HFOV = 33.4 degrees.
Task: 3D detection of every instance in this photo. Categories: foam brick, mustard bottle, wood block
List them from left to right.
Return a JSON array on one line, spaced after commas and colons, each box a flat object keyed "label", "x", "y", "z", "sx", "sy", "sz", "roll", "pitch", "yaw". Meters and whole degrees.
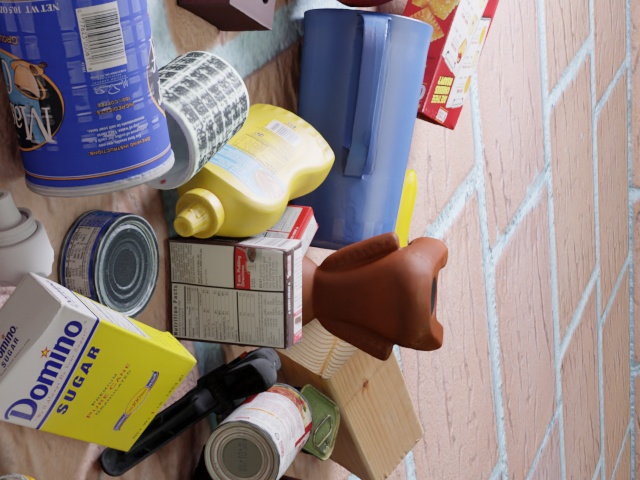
[{"label": "foam brick", "x": -0.079, "y": -0.216, "z": 0.919, "sx": 0.078, "sy": 0.051, "sz": 0.053, "roll": 14, "pitch": 81, "yaw": -64}, {"label": "mustard bottle", "x": -0.068, "y": -0.052, "z": 0.924, "sx": 0.191, "sy": 0.096, "sz": 0.058, "roll": -45, "pitch": 168, "yaw": -52}, {"label": "wood block", "x": 0.033, "y": 0.162, "z": 1.150, "sx": 0.090, "sy": 0.090, "sz": 0.206, "roll": -44, "pitch": 138, "yaw": -23}]

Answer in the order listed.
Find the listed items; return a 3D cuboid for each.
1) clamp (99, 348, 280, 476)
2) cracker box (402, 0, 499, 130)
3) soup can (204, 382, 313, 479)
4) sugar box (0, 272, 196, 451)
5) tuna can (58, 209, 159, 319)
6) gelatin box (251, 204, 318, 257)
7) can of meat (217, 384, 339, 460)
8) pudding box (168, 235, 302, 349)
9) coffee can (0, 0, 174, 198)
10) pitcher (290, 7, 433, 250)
[{"label": "clamp", "x": -0.094, "y": 0.134, "z": 0.911, "sx": 0.036, "sy": 0.164, "sz": 0.210, "roll": 60, "pitch": 8, "yaw": 0}, {"label": "cracker box", "x": 0.150, "y": -0.255, "z": 1.302, "sx": 0.164, "sy": 0.072, "sz": 0.214, "roll": 6, "pitch": 104, "yaw": -69}, {"label": "soup can", "x": -0.052, "y": 0.171, "z": 0.921, "sx": 0.102, "sy": 0.068, "sz": 0.068, "roll": -34, "pitch": 125, "yaw": -71}, {"label": "sugar box", "x": -0.169, "y": 0.092, "z": 0.758, "sx": 0.093, "sy": 0.048, "sz": 0.176, "roll": -53, "pitch": 152, "yaw": 0}, {"label": "tuna can", "x": -0.160, "y": 0.020, "z": 0.816, "sx": 0.086, "sy": 0.034, "sz": 0.086, "roll": -20, "pitch": 112, "yaw": -62}, {"label": "gelatin box", "x": -0.056, "y": 0.001, "z": 0.962, "sx": 0.030, "sy": 0.089, "sz": 0.073, "roll": 70, "pitch": 36, "yaw": -43}, {"label": "can of meat", "x": -0.040, "y": 0.171, "z": 1.034, "sx": 0.102, "sy": 0.084, "sz": 0.057, "roll": 46, "pitch": 53, "yaw": -57}, {"label": "pudding box", "x": -0.073, "y": 0.043, "z": 0.909, "sx": 0.039, "sy": 0.114, "sz": 0.090, "roll": -27, "pitch": 119, "yaw": -66}, {"label": "coffee can", "x": -0.159, "y": -0.111, "z": 0.713, "sx": 0.102, "sy": 0.103, "sz": 0.140, "roll": -41, "pitch": 130, "yaw": -55}, {"label": "pitcher", "x": 0.035, "y": -0.111, "z": 1.084, "sx": 0.149, "sy": 0.145, "sz": 0.243, "roll": 4, "pitch": 94, "yaw": -50}]
